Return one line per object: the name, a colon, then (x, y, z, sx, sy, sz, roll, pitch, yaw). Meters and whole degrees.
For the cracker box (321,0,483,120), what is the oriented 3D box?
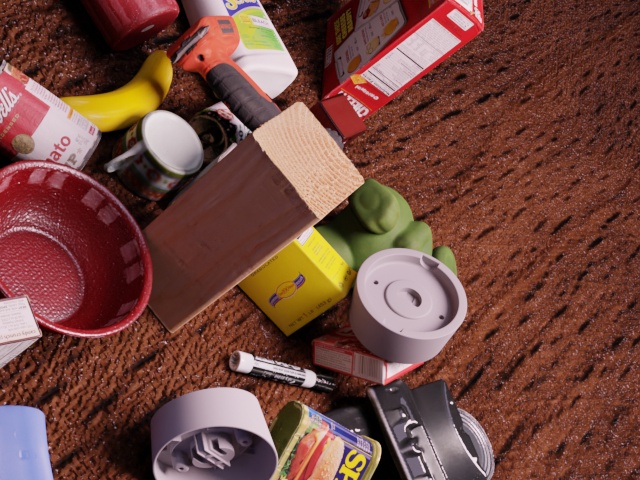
cracker box: (0.099, -0.263, 1.305, 0.072, 0.214, 0.164, 33, 42, -28)

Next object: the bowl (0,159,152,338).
bowl: (-0.218, 0.016, 0.868, 0.162, 0.055, 0.162, 28, 43, -30)

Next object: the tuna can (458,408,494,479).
tuna can: (0.139, 0.220, 1.109, 0.086, 0.034, 0.086, 28, 44, -30)

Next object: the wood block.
wood block: (-0.074, -0.018, 0.924, 0.090, 0.206, 0.090, 51, 37, -3)

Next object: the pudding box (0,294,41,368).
pudding box: (-0.264, 0.078, 0.738, 0.113, 0.090, 0.039, -12, 71, -50)

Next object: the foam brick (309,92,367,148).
foam brick: (0.001, -0.120, 1.199, 0.051, 0.078, 0.052, 56, 39, 3)

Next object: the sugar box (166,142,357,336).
sugar box: (-0.057, 0.002, 1.024, 0.176, 0.093, 0.048, 45, 37, -10)

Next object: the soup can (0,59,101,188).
soup can: (-0.249, -0.097, 0.916, 0.102, 0.069, 0.068, 36, 40, -22)

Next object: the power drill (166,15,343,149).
power drill: (-0.056, -0.136, 1.053, 0.187, 0.057, 0.184, 48, 17, 0)

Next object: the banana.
banana: (-0.195, -0.143, 1.037, 0.069, 0.037, 0.197, 55, 36, 2)

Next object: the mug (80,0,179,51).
mug: (-0.196, -0.246, 1.089, 0.081, 0.093, 0.117, 59, 0, -1)

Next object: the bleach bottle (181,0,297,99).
bleach bottle: (-0.120, -0.276, 1.207, 0.102, 0.068, 0.251, -6, 63, -50)

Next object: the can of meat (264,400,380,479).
can of meat: (-0.010, 0.198, 0.917, 0.083, 0.058, 0.102, 33, 80, -22)

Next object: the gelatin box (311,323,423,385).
gelatin box: (0.047, 0.109, 1.057, 0.073, 0.089, 0.030, -18, 114, -50)

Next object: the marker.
marker: (-0.033, 0.126, 1.011, 0.120, 0.020, 0.020, 19, 48, -37)
